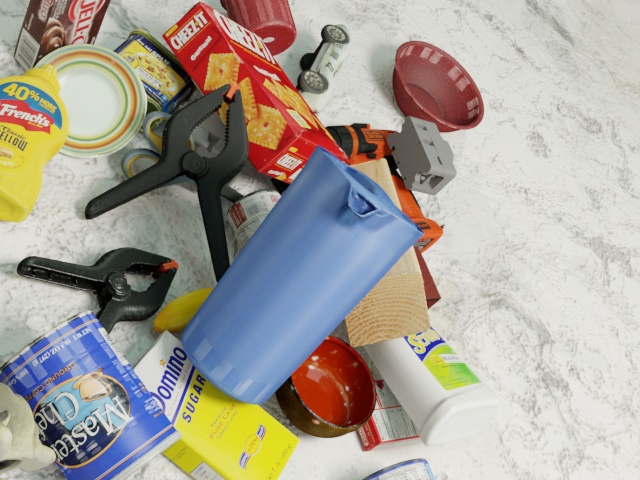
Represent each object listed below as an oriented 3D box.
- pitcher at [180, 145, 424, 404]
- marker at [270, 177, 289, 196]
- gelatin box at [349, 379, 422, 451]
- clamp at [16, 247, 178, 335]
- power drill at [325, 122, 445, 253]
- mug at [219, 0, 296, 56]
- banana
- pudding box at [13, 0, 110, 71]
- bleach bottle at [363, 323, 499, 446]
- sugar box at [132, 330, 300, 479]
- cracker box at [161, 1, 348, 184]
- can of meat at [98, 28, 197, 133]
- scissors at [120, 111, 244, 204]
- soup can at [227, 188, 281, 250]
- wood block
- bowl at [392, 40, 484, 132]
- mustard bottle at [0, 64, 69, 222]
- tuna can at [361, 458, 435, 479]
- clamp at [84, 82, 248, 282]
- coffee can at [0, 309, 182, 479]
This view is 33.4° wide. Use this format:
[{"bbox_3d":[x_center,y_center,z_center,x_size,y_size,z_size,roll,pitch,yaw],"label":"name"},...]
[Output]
[{"bbox_3d":[-0.022,0.037,1.046,0.149,0.243,0.145,32,11,-46],"label":"pitcher"},{"bbox_3d":[-0.026,-0.033,1.295,0.020,0.020,0.121,-16,69,-45],"label":"marker"},{"bbox_3d":[0.077,0.193,1.191,0.089,0.030,0.073,0,60,-40],"label":"gelatin box"},{"bbox_3d":[-0.218,0.044,1.065,0.171,0.039,0.120,-35,95,-50],"label":"clamp"},{"bbox_3d":[0.066,-0.068,1.367,0.184,0.057,0.188,-4,61,-41],"label":"power drill"},{"bbox_3d":[-0.075,-0.291,1.419,0.117,0.093,0.081,43,28,-65],"label":"mug"},{"bbox_3d":[-0.089,0.078,1.137,0.197,0.037,0.070,10,37,-30],"label":"banana"},{"bbox_3d":[-0.284,-0.243,1.184,0.039,0.114,0.089,47,42,12],"label":"pudding box"},{"bbox_3d":[0.088,0.114,1.205,0.102,0.068,0.251,-2,42,-44],"label":"bleach bottle"},{"bbox_3d":[-0.113,0.177,1.040,0.176,0.048,0.093,41,42,-6],"label":"sugar box"},{"bbox_3d":[-0.071,-0.166,1.262,0.214,0.072,0.164,55,15,19],"label":"cracker box"},{"bbox_3d":[-0.207,-0.184,1.243,0.102,0.058,0.083,40,44,-5],"label":"can of meat"},{"bbox_3d":[-0.146,-0.061,1.212,0.201,0.096,0.016,52,0,-35],"label":"scissors"},{"bbox_3d":[-0.058,0.001,1.206,0.068,0.069,0.102,-5,61,-41],"label":"soup can"},{"bbox_3d":[0.055,0.010,1.194,0.090,0.091,0.206,-13,39,1],"label":"wood block"},{"bbox_3d":[0.160,-0.213,1.557,0.162,0.055,0.162,21,47,-25],"label":"bowl"},{"bbox_3d":[-0.311,-0.113,1.093,0.096,0.058,0.191,25,49,-14],"label":"mustard bottle"},{"bbox_3d":[0.077,0.257,1.099,0.085,0.086,0.034,0,57,-39],"label":"tuna can"},{"bbox_3d":[-0.129,-0.069,1.145,0.164,0.036,0.210,33,78,-6],"label":"clamp"},{"bbox_3d":[-0.204,0.147,0.942,0.140,0.103,0.102,54,42,4],"label":"coffee can"}]
